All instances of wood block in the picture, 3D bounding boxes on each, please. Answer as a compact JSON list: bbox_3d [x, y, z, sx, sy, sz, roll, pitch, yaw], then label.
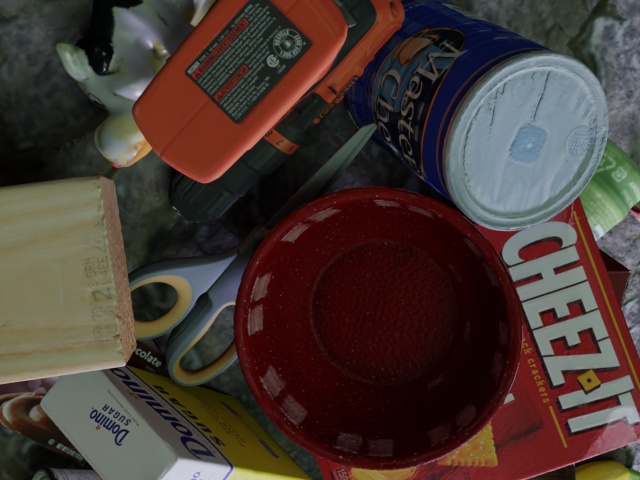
[{"bbox_3d":[-0.198,0.026,0.509,0.206,0.091,0.090,-8,92,-5],"label":"wood block"}]

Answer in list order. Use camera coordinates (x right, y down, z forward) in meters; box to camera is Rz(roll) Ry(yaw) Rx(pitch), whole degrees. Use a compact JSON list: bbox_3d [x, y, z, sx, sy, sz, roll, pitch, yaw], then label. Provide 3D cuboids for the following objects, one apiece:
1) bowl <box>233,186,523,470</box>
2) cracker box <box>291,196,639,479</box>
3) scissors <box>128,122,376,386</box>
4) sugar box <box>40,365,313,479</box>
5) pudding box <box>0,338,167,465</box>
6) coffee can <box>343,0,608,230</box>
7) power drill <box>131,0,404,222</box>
[{"bbox_3d":[0.034,0.047,0.616,0.162,0.055,0.162,1,98,8],"label":"bowl"},{"bbox_3d":[0.086,0.075,0.679,0.214,0.072,0.164,-21,97,12],"label":"cracker box"},{"bbox_3d":[-0.054,0.001,0.624,0.096,0.016,0.202,20,113,-21],"label":"scissors"},{"bbox_3d":[-0.080,0.124,0.648,0.048,0.093,0.176,-50,151,1],"label":"sugar box"},{"bbox_3d":[-0.165,0.074,0.656,0.113,0.039,0.090,38,94,-34],"label":"pudding box"},{"bbox_3d":[0.087,-0.080,0.635,0.102,0.140,0.103,-10,118,-20],"label":"coffee can"},{"bbox_3d":[-0.035,-0.075,0.566,0.057,0.187,0.184,42,101,1],"label":"power drill"}]
